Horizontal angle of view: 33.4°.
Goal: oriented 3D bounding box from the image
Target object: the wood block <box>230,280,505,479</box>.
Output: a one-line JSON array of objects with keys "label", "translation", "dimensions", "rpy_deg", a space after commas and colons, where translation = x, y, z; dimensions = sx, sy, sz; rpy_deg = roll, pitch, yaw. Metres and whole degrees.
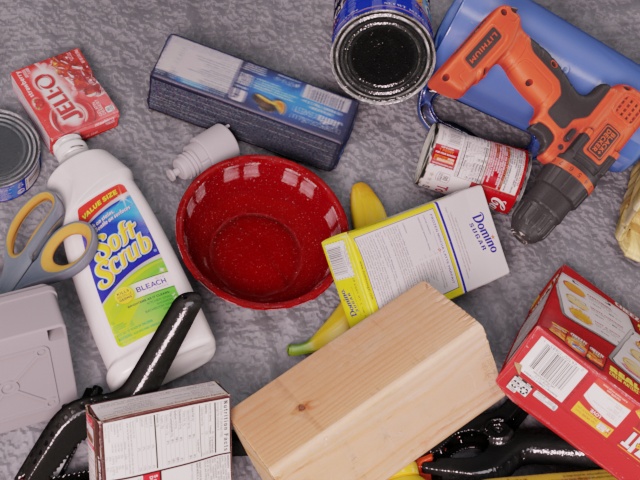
[{"label": "wood block", "translation": [0.039, 0.136, 0.890], "dimensions": [0.206, 0.090, 0.091], "rpy_deg": [-32, 36, -13]}]

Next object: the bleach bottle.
[{"label": "bleach bottle", "translation": [-0.189, 0.011, 0.962], "dimensions": [0.102, 0.068, 0.251], "rpy_deg": [-24, 67, -16]}]

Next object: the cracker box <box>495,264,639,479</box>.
[{"label": "cracker box", "translation": [0.249, 0.118, 0.931], "dimensions": [0.164, 0.072, 0.213], "rpy_deg": [37, 21, 7]}]

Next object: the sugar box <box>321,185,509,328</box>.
[{"label": "sugar box", "translation": [0.091, 0.016, 0.992], "dimensions": [0.175, 0.048, 0.093], "rpy_deg": [-19, 92, -38]}]

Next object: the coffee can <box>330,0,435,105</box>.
[{"label": "coffee can", "translation": [0.062, -0.216, 1.080], "dimensions": [0.102, 0.103, 0.140], "rpy_deg": [12, 37, -6]}]

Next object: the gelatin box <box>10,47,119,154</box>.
[{"label": "gelatin box", "translation": [-0.249, -0.137, 1.043], "dimensions": [0.073, 0.030, 0.089], "rpy_deg": [-26, 71, -22]}]

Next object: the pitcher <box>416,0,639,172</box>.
[{"label": "pitcher", "translation": [0.227, -0.160, 1.110], "dimensions": [0.243, 0.149, 0.144], "rpy_deg": [28, 46, -1]}]

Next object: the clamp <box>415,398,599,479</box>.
[{"label": "clamp", "translation": [0.161, 0.172, 0.956], "dimensions": [0.171, 0.039, 0.120], "rpy_deg": [-10, 29, -6]}]

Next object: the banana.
[{"label": "banana", "translation": [0.034, 0.032, 1.011], "dimensions": [0.069, 0.037, 0.197], "rpy_deg": [24, 61, -2]}]

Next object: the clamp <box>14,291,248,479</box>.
[{"label": "clamp", "translation": [-0.155, 0.145, 0.870], "dimensions": [0.209, 0.036, 0.164], "rpy_deg": [-23, 113, -19]}]

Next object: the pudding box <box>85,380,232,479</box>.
[{"label": "pudding box", "translation": [-0.126, 0.167, 0.847], "dimensions": [0.113, 0.039, 0.090], "rpy_deg": [-8, 106, -29]}]

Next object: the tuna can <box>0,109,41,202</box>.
[{"label": "tuna can", "translation": [-0.305, -0.078, 0.999], "dimensions": [0.086, 0.034, 0.086], "rpy_deg": [5, 63, -9]}]

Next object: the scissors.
[{"label": "scissors", "translation": [-0.258, 0.051, 0.918], "dimensions": [0.096, 0.016, 0.201], "rpy_deg": [13, 71, 19]}]

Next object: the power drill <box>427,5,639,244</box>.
[{"label": "power drill", "translation": [0.195, -0.115, 1.016], "dimensions": [0.187, 0.057, 0.184], "rpy_deg": [41, 82, -7]}]

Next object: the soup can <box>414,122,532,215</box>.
[{"label": "soup can", "translation": [0.153, -0.073, 1.073], "dimensions": [0.102, 0.069, 0.068], "rpy_deg": [18, 61, -2]}]

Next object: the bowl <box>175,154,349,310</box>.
[{"label": "bowl", "translation": [-0.057, 0.001, 0.998], "dimensions": [0.162, 0.055, 0.162], "rpy_deg": [5, 62, -9]}]
